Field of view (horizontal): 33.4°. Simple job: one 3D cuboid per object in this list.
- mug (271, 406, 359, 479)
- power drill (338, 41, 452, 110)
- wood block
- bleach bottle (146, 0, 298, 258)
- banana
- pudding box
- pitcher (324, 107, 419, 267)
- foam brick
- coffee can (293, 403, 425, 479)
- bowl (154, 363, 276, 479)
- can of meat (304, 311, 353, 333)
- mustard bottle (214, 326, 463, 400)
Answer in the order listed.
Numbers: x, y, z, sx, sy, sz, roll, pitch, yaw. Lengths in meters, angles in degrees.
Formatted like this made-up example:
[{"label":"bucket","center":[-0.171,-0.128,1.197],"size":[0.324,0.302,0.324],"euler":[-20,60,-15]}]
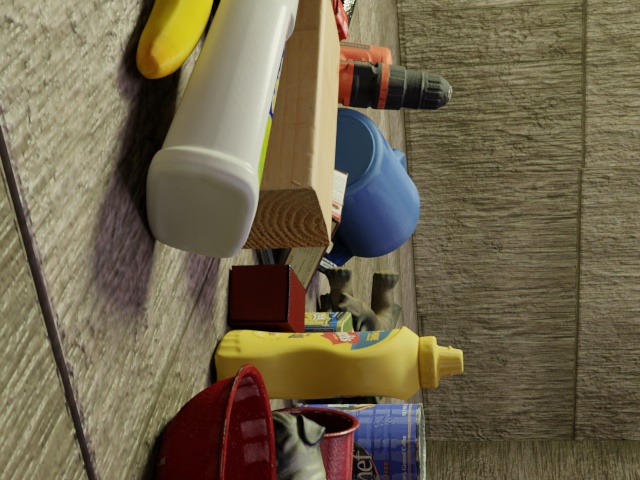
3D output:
[{"label":"mug","center":[-0.019,0.208,0.986],"size":[0.117,0.093,0.081],"euler":[-7,101,-50]},{"label":"power drill","center":[0.054,-0.195,1.260],"size":[0.187,0.184,0.057],"euler":[-94,-168,-74]},{"label":"wood block","center":[-0.036,-0.103,0.881],"size":[0.090,0.091,0.206],"euler":[73,17,-59]},{"label":"bleach bottle","center":[-0.053,-0.117,0.718],"size":[0.103,0.068,0.250],"euler":[108,-5,-58]},{"label":"banana","center":[-0.095,-0.181,0.705],"size":[0.069,0.037,0.198],"euler":[38,47,-56]},{"label":"pudding box","center":[-0.011,-0.007,1.073],"size":[0.090,0.039,0.114],"euler":[-81,-169,-54]},{"label":"pitcher","center":[0.036,-0.060,1.287],"size":[0.242,0.145,0.149],"euler":[49,28,-71]},{"label":"foam brick","center":[-0.045,0.056,0.920],"size":[0.078,0.053,0.051],"euler":[66,24,-70]},{"label":"coffee can","center":[0.042,0.229,1.164],"size":[0.102,0.140,0.103],"euler":[-2,90,-81]},{"label":"bowl","center":[-0.071,0.164,0.711],"size":[0.162,0.055,0.162],"euler":[-2,90,-81]},{"label":"can of meat","center":[-0.014,0.098,1.009],"size":[0.102,0.084,0.057],"euler":[-28,116,-81]},{"label":"mustard bottle","center":[0.017,0.099,0.853],"size":[0.096,0.192,0.058],"euler":[-5,93,-81]}]
